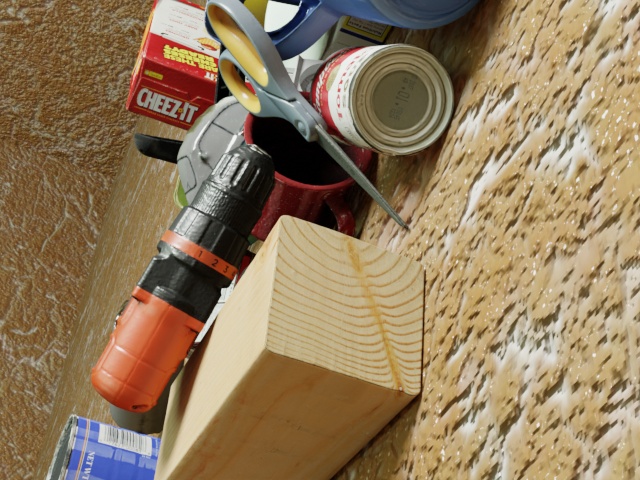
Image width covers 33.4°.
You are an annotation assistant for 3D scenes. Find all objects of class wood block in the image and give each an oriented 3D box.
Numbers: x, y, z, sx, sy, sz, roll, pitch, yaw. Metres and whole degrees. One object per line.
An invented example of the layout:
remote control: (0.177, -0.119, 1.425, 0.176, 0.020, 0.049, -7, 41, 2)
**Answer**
wood block: (-0.025, 0.089, 0.639, 0.206, 0.090, 0.090, 126, 158, -47)

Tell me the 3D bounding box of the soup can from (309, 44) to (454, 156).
soup can: (0.037, -0.090, 0.677, 0.102, 0.068, 0.068, -146, 75, -74)

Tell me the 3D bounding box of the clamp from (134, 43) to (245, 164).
clamp: (-0.092, -0.097, 1.020, 0.164, 0.036, 0.210, -60, -28, -20)

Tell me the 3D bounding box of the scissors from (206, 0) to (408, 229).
scissors: (-0.015, -0.074, 0.702, 0.016, 0.202, 0.096, -33, -9, -19)

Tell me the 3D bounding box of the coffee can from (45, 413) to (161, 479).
coffee can: (-0.132, 0.197, 0.792, 0.103, 0.140, 0.103, -162, 90, -75)

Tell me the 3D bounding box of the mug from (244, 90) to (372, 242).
mug: (-0.011, -0.039, 0.772, 0.117, 0.093, 0.082, 54, 147, 23)

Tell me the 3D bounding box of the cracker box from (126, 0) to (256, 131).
cracker box: (-0.116, -0.182, 1.156, 0.213, 0.164, 0.072, -96, 27, -59)

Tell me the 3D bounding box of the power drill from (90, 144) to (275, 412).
power drill: (-0.093, 0.025, 0.737, 0.184, 0.057, 0.188, -59, 3, -7)
